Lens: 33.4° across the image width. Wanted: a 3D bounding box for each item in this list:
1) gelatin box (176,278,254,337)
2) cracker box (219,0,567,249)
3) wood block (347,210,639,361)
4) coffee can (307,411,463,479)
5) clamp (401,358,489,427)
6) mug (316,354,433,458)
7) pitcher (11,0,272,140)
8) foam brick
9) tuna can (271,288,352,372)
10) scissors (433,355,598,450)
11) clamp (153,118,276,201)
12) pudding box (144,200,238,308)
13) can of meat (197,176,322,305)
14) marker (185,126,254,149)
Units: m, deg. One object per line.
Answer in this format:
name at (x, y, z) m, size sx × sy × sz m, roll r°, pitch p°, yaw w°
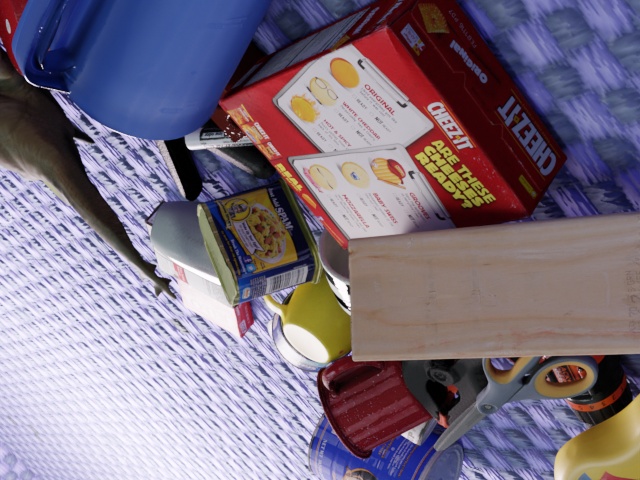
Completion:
gelatin box at (-0.122, 0.066, 1.233) m, size 0.089 × 0.030 × 0.073 m, roll 27°, pitch 149°, yaw 23°
cracker box at (0.047, -0.082, 0.777) m, size 0.164 × 0.072 × 0.214 m, roll 49°, pitch 149°, yaw -19°
wood block at (0.132, 0.036, 0.734) m, size 0.206 × 0.090 × 0.090 m, roll -5°, pitch 174°, yaw 31°
coffee can at (0.071, 0.241, 1.173) m, size 0.140 × 0.102 × 0.103 m, roll 22°, pitch 147°, yaw 30°
clamp at (0.096, 0.092, 0.881) m, size 0.120 × 0.039 × 0.171 m, roll 26°, pitch 141°, yaw 17°
mug at (0.049, 0.134, 0.967) m, size 0.082 × 0.093 × 0.117 m, roll -30°, pitch 134°, yaw 17°
pitcher at (-0.095, -0.181, 0.702) m, size 0.145 × 0.149 × 0.243 m, roll 28°, pitch 142°, yaw -12°
foam brick at (-0.070, -0.128, 0.872) m, size 0.078 × 0.051 × 0.053 m, roll 47°, pitch 151°, yaw -13°
tuna can at (-0.004, 0.086, 1.061) m, size 0.086 × 0.086 × 0.034 m, roll 38°, pitch 150°, yaw 3°
scissors at (0.156, 0.130, 0.857) m, size 0.096 × 0.016 × 0.202 m, roll 13°, pitch 141°, yaw 3°
clamp at (-0.139, -0.119, 0.983) m, size 0.165 × 0.036 × 0.210 m, roll -3°, pitch 133°, yaw 51°
pudding box at (-0.133, 0.016, 1.167) m, size 0.114 × 0.039 × 0.090 m, roll 25°, pitch 148°, yaw 22°
can of meat at (-0.056, 0.001, 0.962) m, size 0.057 × 0.083 × 0.102 m, roll 104°, pitch 145°, yaw -59°
marker at (-0.061, -0.090, 0.915) m, size 0.121 × 0.020 × 0.020 m, roll -1°, pitch 134°, yaw 27°
